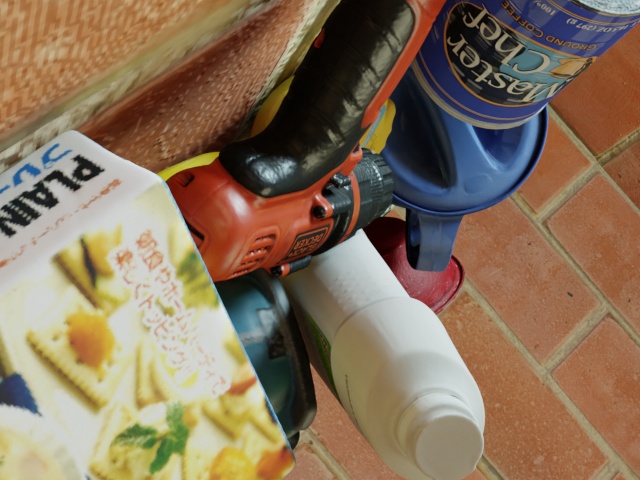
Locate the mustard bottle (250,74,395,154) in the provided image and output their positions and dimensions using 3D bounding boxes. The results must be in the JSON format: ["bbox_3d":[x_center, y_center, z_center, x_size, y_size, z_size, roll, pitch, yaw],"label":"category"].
[{"bbox_3d":[-0.001,-0.061,0.628,0.096,0.058,0.191,-46,177,5],"label":"mustard bottle"}]

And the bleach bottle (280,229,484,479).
[{"bbox_3d":[0.026,0.054,0.524,0.068,0.102,0.251,-26,-161,-4],"label":"bleach bottle"}]

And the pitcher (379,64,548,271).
[{"bbox_3d":[0.085,-0.072,0.838,0.149,0.145,0.243,-41,180,-1],"label":"pitcher"}]

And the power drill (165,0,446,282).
[{"bbox_3d":[0.025,-0.066,0.458,0.188,0.057,0.184,-55,166,23],"label":"power drill"}]

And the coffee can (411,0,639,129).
[{"bbox_3d":[0.124,-0.140,0.617,0.102,0.103,0.140,-39,177,-27],"label":"coffee can"}]
